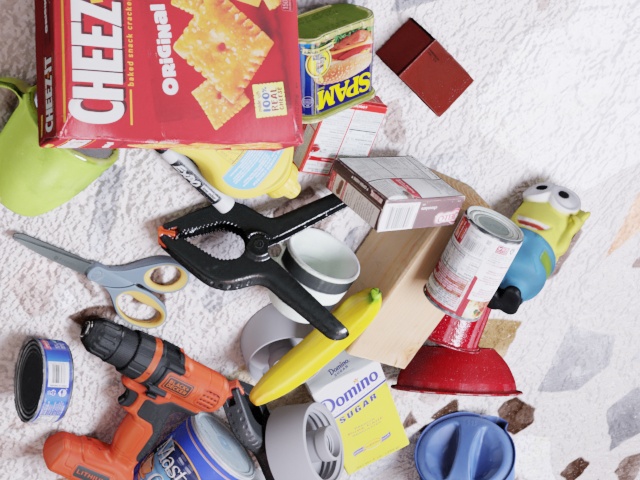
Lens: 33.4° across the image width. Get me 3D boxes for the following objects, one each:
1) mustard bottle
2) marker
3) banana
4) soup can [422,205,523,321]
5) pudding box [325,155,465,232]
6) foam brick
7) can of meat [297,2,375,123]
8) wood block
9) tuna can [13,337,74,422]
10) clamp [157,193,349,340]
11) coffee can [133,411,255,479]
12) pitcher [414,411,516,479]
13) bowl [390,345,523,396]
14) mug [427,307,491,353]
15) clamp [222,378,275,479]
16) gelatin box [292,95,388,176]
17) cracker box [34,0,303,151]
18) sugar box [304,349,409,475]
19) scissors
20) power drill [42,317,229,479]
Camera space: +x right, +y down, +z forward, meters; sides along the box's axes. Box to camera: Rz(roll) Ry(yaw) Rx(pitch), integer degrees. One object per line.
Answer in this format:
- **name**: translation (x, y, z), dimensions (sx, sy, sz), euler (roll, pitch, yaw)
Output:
- **mustard bottle**: translation (-0.080, -0.095, 1.019), dimensions (0.191, 0.058, 0.096), euler (40, 82, -42)
- **marker**: translation (-0.128, -0.069, 1.032), dimensions (0.020, 0.020, 0.121), euler (-41, 124, 6)
- **banana**: translation (0.002, 0.108, 1.149), dimensions (0.198, 0.037, 0.069), euler (-45, 158, 20)
- **soup can**: translation (0.158, 0.024, 1.108), dimensions (0.068, 0.068, 0.102), euler (8, 120, -32)
- **pudding box**: translation (0.076, -0.049, 1.080), dimensions (0.113, 0.090, 0.039), euler (-4, 124, -40)
- **foam brick**: translation (0.105, -0.172, 1.063), dimensions (0.053, 0.051, 0.078), euler (-45, 132, 8)
- **can of meat**: translation (0.005, -0.168, 0.999), dimensions (0.101, 0.058, 0.084), euler (-27, 132, -34)
- **wood block**: translation (0.101, 0.031, 1.192), dimensions (0.090, 0.090, 0.206), euler (18, 115, -36)
- **tuna can**: translation (-0.281, 0.142, 1.081), dimensions (0.033, 0.086, 0.086), euler (8, 120, -34)
- **clamp**: translation (-0.057, 0.001, 1.079), dimensions (0.210, 0.164, 0.036), euler (15, 156, -2)
- **coffee can**: translation (-0.160, 0.278, 1.237), dimensions (0.140, 0.103, 0.102), euler (-42, 132, 7)
- **pitcher**: translation (0.201, 0.364, 1.475), dimensions (0.149, 0.145, 0.243), euler (-9, 134, 5)
- **bowl**: translation (0.167, 0.158, 1.310), dimensions (0.161, 0.162, 0.055), euler (5, 85, -30)
- **mug**: translation (0.162, 0.076, 1.263), dimensions (0.081, 0.093, 0.117), euler (-70, 163, 9)
- **clamp**: translation (-0.069, 0.233, 1.247), dimensions (0.039, 0.120, 0.171), euler (-27, 130, 12)
- **gelatin box**: translation (0.018, -0.108, 1.083), dimensions (0.073, 0.030, 0.089), euler (4, 123, -32)
- **cracker box**: translation (-0.123, -0.159, 0.889), dimensions (0.213, 0.072, 0.164), euler (-1, 88, -27)
- **sugar box**: translation (0.045, 0.211, 1.332), dimensions (0.093, 0.048, 0.176), euler (-27, 134, -6)
- **scissors**: translation (-0.207, 0.023, 1.075), dimensions (0.096, 0.016, 0.201), euler (-38, 133, 2)
- **power drill**: translation (-0.219, 0.182, 1.159), dimensions (0.184, 0.057, 0.188), euler (32, 108, -29)
